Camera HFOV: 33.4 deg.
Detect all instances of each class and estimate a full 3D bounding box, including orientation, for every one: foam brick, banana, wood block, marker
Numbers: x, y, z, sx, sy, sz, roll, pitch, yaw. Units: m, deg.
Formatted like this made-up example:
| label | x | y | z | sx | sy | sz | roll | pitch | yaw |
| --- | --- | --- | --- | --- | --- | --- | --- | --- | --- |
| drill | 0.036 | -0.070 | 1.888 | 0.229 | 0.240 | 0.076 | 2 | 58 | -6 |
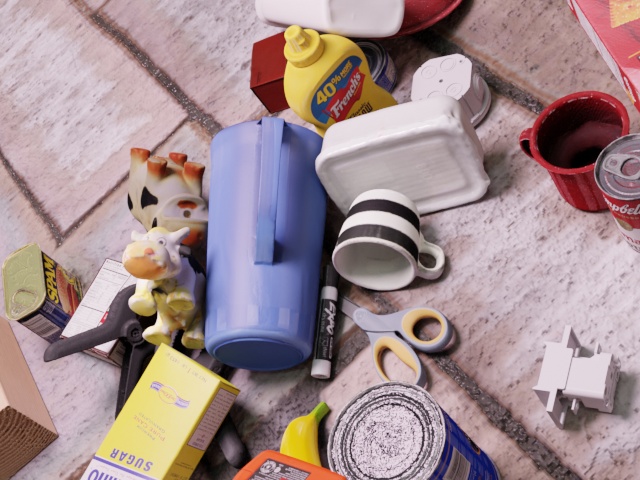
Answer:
| label | x | y | z | sx | sy | sz | roll | pitch | yaw |
| --- | --- | --- | --- | --- | --- | --- | --- | --- | --- |
| foam brick | -0.050 | -0.205 | 1.299 | 0.053 | 0.051 | 0.078 | -14 | 53 | 24 |
| banana | 0.008 | 0.231 | 0.975 | 0.069 | 0.037 | 0.198 | -22 | 50 | -7 |
| wood block | -0.394 | 0.166 | 1.234 | 0.090 | 0.090 | 0.206 | -41 | 48 | 1 |
| marker | 0.006 | 0.079 | 1.084 | 0.020 | 0.020 | 0.121 | -5 | 67 | 28 |

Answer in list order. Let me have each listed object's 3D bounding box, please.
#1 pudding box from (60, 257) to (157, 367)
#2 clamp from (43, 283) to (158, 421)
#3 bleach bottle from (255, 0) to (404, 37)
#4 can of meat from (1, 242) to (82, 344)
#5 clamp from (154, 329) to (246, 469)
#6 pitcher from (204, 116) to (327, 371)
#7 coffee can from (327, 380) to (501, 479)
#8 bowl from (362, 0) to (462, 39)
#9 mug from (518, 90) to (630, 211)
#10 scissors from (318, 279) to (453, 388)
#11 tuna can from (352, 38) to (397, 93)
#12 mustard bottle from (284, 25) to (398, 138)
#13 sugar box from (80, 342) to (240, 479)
| label | x | y | z | sx | sy | sz | roll | pitch | yaw |
| --- | --- | --- | --- | --- | --- | --- | --- | --- | --- |
| pudding box | -0.235 | 0.082 | 1.229 | 0.090 | 0.039 | 0.113 | 14 | 66 | 38 |
| clamp | -0.206 | 0.114 | 1.168 | 0.171 | 0.120 | 0.039 | -43 | 23 | -25 |
| bleach bottle | -0.005 | -0.273 | 1.236 | 0.251 | 0.102 | 0.068 | -154 | 63 | -64 |
| can of meat | -0.326 | 0.067 | 1.263 | 0.057 | 0.083 | 0.102 | -29 | 49 | 11 |
| clamp | -0.131 | 0.149 | 1.122 | 0.165 | 0.036 | 0.210 | -1 | 63 | 30 |
| pitcher | -0.057 | 0.001 | 1.100 | 0.145 | 0.149 | 0.243 | -19 | 57 | 36 |
| coffee can | 0.082 | 0.192 | 0.894 | 0.103 | 0.140 | 0.103 | -16 | 53 | 22 |
| bowl | 0.091 | -0.307 | 1.257 | 0.162 | 0.055 | 0.162 | -14 | 42 | 13 |
| mug | 0.245 | -0.082 | 1.017 | 0.117 | 0.081 | 0.093 | 11 | 66 | 35 |
| scissors | 0.061 | 0.070 | 1.069 | 0.096 | 0.016 | 0.202 | -41 | 46 | 8 |
| tuna can | 0.045 | -0.192 | 1.244 | 0.086 | 0.033 | 0.086 | -16 | 53 | 22 |
| mustard bottle | 0.014 | -0.162 | 1.137 | 0.096 | 0.191 | 0.058 | -47 | 48 | -5 |
| sugar box | -0.164 | 0.201 | 1.063 | 0.093 | 0.048 | 0.176 | 26 | 81 | 37 |
